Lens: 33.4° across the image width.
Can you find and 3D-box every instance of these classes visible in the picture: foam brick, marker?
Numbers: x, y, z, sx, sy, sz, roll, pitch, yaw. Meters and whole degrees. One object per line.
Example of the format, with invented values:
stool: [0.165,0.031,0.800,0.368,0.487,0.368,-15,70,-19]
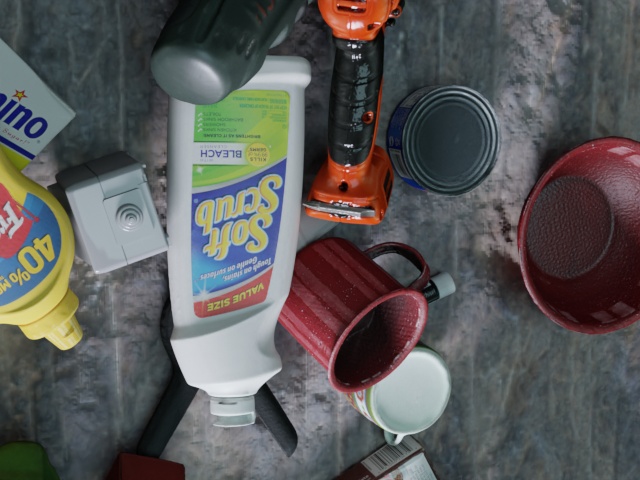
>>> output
foam brick: [-0.133,0.199,0.767,0.051,0.053,0.078,16,124,-22]
marker: [0.051,0.057,0.846,0.121,0.020,0.020,-24,107,-15]

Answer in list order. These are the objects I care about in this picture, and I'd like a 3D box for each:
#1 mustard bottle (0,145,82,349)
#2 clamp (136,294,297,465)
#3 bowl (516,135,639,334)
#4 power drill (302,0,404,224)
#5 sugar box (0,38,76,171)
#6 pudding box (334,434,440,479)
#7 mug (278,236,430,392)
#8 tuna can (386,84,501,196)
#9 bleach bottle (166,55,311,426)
mustard bottle: [-0.211,-0.006,0.666,0.096,0.058,0.191,-40,116,-15]
clamp: [-0.069,0.090,0.794,0.120,0.039,0.171,5,98,-20]
bowl: [0.220,-0.007,0.879,0.161,0.055,0.162,-4,101,-20]
power drill: [0.030,-0.119,0.750,0.057,0.184,0.188,7,115,10]
sugar box: [-0.254,-0.053,0.694,0.176,0.048,0.093,-47,113,-6]
pudding box: [0.050,0.225,0.866,0.113,0.039,0.090,-32,111,-11]
mug: [0.027,0.043,0.786,0.117,0.082,0.093,-40,144,-11]
tuna can: [0.095,-0.078,0.830,0.086,0.034,0.086,-4,101,-20]
bleach bottle: [-0.055,0.001,0.741,0.102,0.068,0.251,-1,88,-11]
